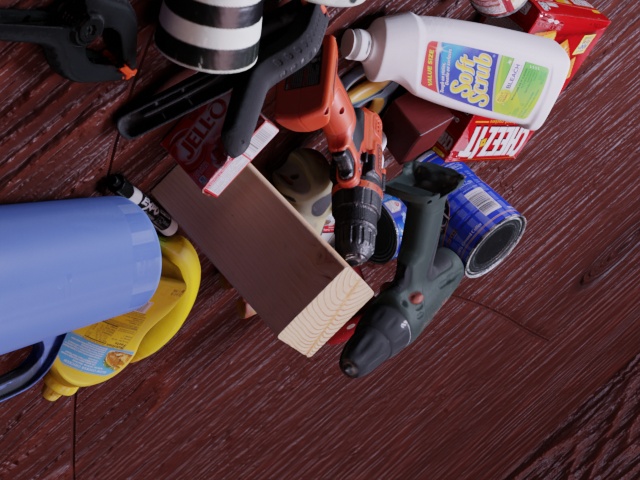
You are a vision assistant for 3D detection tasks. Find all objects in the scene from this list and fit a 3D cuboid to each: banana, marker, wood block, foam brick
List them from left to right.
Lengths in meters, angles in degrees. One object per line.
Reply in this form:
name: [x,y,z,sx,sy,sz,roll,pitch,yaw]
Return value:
marker: [-0.170,-0.034,1.023,0.020,0.020,0.121,-43,152,-1]
banana: [-0.167,0.059,1.146,0.069,0.037,0.198,3,131,-16]
wood block: [-0.056,0.001,1.021,0.091,0.206,0.090,-45,153,1]
foam brick: [0.104,-0.131,1.196,0.051,0.053,0.078,-31,170,-22]

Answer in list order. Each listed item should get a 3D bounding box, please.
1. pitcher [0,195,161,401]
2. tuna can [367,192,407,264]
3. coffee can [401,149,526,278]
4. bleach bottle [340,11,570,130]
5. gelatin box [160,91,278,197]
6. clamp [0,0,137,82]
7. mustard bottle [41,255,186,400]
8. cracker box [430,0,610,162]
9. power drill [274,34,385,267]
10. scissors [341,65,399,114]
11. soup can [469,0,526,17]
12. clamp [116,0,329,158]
pitcher: [-0.255,0.039,0.893,0.242,0.145,0.149,-13,153,-49]
tuna can: [0.073,-0.016,1.302,0.033,0.086,0.086,-22,146,-38]
coffee can: [0.174,-0.036,1.346,0.102,0.140,0.103,-32,151,-21]
bleach bottle: [0.134,-0.180,1.113,0.250,0.068,0.103,4,126,-27]
gelatin box: [-0.094,-0.095,0.980,0.089,0.073,0.030,-46,152,7]
clamp: [-0.192,-0.161,0.794,0.120,0.039,0.171,-38,152,-8]
mustard bottle: [-0.225,0.091,1.075,0.096,0.058,0.192,24,114,-38]
cracker box: [0.228,-0.195,1.271,0.163,0.072,0.214,-6,136,-48]
power drill: [0.014,-0.090,1.034,0.057,0.184,0.187,-9,145,16]
scissors: [0.092,-0.177,1.174,0.201,0.016,0.096,-24,148,-33]
soup can: [0.171,-0.279,1.080,0.068,0.069,0.102,-45,152,3]
clamp: [-0.072,-0.146,0.921,0.209,0.165,0.036,-52,131,-30]
